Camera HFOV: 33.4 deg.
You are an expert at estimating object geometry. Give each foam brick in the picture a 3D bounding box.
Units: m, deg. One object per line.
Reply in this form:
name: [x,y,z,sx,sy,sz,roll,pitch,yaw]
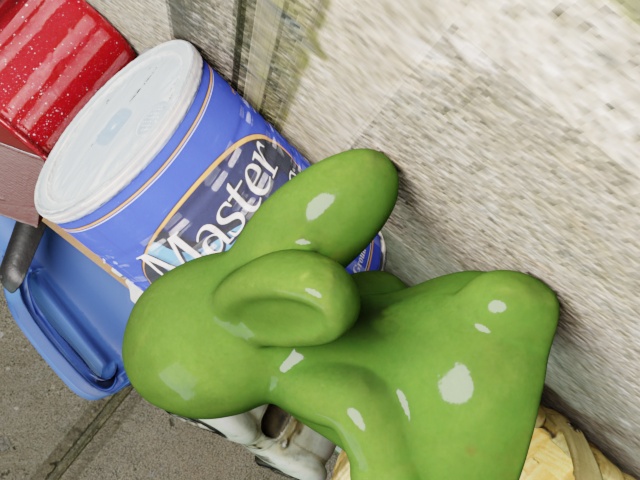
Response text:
foam brick: [-0.196,-0.056,0.696,0.051,0.053,0.078,20,141,-5]

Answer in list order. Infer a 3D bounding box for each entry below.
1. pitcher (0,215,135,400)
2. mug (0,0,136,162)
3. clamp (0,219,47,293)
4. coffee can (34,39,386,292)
pitcher: [-0.221,0.014,0.941,0.242,0.145,0.149,53,170,-22]
mug: [-0.165,-0.105,0.603,0.093,0.081,0.117,34,172,38]
clamp: [-0.211,-0.059,0.863,0.036,0.164,0.210,-24,86,45]
coffee can: [-0.050,-0.012,0.516,0.140,0.103,0.103,43,173,-30]
